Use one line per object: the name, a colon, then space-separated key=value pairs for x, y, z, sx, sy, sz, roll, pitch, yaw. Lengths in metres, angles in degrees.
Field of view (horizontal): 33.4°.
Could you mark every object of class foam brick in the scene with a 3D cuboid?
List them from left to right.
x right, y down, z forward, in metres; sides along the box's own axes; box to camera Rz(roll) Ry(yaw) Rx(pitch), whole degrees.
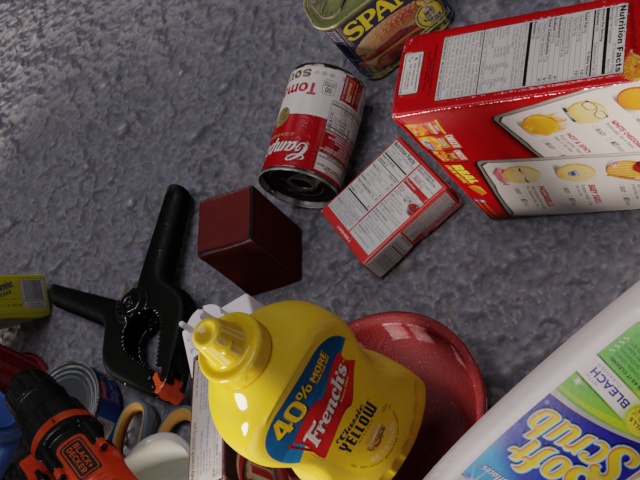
foam brick: x=-0.056 y=0.001 z=0.857 sx=0.053 sy=0.078 sz=0.051 roll=-16 pitch=56 yaw=24

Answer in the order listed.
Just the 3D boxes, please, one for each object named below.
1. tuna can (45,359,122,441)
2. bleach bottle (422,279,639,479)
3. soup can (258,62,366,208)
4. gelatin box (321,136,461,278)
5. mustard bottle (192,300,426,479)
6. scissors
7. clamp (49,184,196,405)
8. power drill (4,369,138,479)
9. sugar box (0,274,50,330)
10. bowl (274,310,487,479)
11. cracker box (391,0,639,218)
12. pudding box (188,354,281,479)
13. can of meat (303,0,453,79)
tuna can: x=-0.211 y=0.147 z=0.909 sx=0.086 sy=0.033 sz=0.086 roll=-17 pitch=56 yaw=26
bleach bottle: x=0.133 y=0.138 z=0.621 sx=0.251 sy=0.068 sz=0.102 roll=-42 pitch=78 yaw=-2
soup can: x=-0.005 y=-0.086 z=0.879 sx=0.069 sy=0.068 sz=0.102 roll=0 pitch=64 yaw=34
gelatin box: x=0.054 y=-0.026 z=0.829 sx=0.089 sy=0.030 sz=0.073 roll=-43 pitch=47 yaw=6
mustard bottle: x=-0.011 y=0.088 z=0.625 sx=0.058 sy=0.191 sz=0.096 roll=27 pitch=81 yaw=42
scissors: x=-0.128 y=0.213 z=0.826 sx=0.096 sy=0.016 sz=0.202 roll=-24 pitch=54 yaw=22
clamp: x=-0.148 y=0.051 z=0.916 sx=0.164 sy=0.036 sz=0.210 roll=-44 pitch=43 yaw=6
power drill: x=-0.226 y=0.188 z=0.735 sx=0.187 sy=0.057 sz=0.185 roll=-37 pitch=47 yaw=-17
sugar box: x=-0.351 y=0.073 z=1.004 sx=0.176 sy=0.093 sz=0.048 roll=-15 pitch=81 yaw=25
bowl: x=0.048 y=0.132 z=0.725 sx=0.162 sy=0.055 sz=0.162 roll=-17 pitch=56 yaw=26
cracker box: x=0.178 y=-0.082 z=0.687 sx=0.214 sy=0.164 sz=0.072 roll=-5 pitch=64 yaw=32
pudding box: x=-0.051 y=0.141 z=0.759 sx=0.039 sy=0.090 sz=0.113 roll=-28 pitch=45 yaw=24
can of meat: x=0.051 y=-0.194 z=0.891 sx=0.102 sy=0.083 sz=0.057 roll=-36 pitch=50 yaw=12
